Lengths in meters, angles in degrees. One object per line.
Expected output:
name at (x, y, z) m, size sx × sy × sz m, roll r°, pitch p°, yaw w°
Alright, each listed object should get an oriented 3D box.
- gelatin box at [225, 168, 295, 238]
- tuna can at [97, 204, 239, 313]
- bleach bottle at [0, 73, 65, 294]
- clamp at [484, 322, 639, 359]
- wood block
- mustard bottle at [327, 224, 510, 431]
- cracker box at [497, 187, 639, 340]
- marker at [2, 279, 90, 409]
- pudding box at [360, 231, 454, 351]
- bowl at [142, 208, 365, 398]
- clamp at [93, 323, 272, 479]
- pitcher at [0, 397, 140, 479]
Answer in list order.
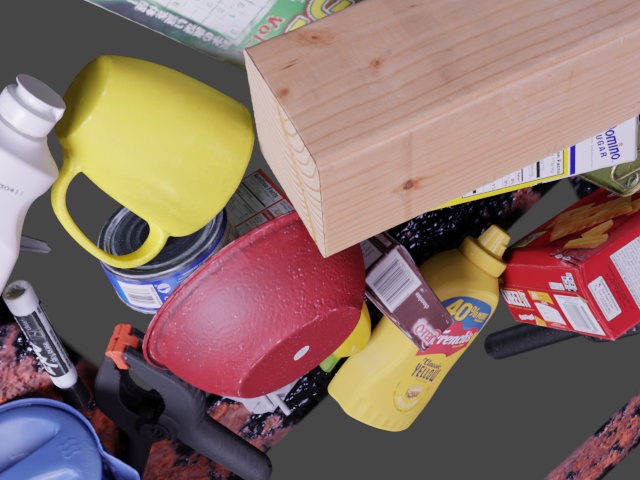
gelatin box at (-0.054, 0.001, 0.708) m, size 0.089 × 0.073 × 0.030 m, roll -32°, pitch 137°, yaw -14°
tuna can at (-0.095, 0.003, 0.670) m, size 0.086 × 0.086 × 0.033 m, roll -32°, pitch 135°, yaw -12°
bleach bottle at (-0.215, 0.019, 0.587) m, size 0.102 × 0.068 × 0.251 m, roll 22°, pitch 113°, yaw -47°
clamp at (0.256, 0.054, 0.927) m, size 0.164 × 0.210 × 0.036 m, roll -28°, pitch 93°, yaw -25°
wood block at (0.073, -0.086, 0.588) m, size 0.206 × 0.090 × 0.091 m, roll -24°, pitch 150°, yaw -11°
mustard bottle at (0.093, 0.068, 0.883) m, size 0.096 × 0.058 × 0.192 m, roll 23°, pitch 106°, yaw -46°
cracker box at (0.262, -0.010, 0.872) m, size 0.213 × 0.164 × 0.072 m, roll -33°, pitch 99°, yaw -12°
marker at (-0.180, 0.073, 0.710) m, size 0.020 × 0.020 × 0.121 m, roll -30°, pitch 136°, yaw -15°
pudding box at (0.042, 0.022, 0.785) m, size 0.039 × 0.090 × 0.113 m, roll -42°, pitch 137°, yaw -4°
bowl at (-0.027, 0.050, 0.665) m, size 0.162 × 0.055 × 0.162 m, roll -31°, pitch 159°, yaw -14°
clamp at (-0.103, 0.128, 0.767) m, size 0.120 × 0.039 × 0.171 m, roll -6°, pitch 133°, yaw 5°
pitcher at (-0.180, 0.228, 0.766) m, size 0.145 × 0.149 × 0.242 m, roll -47°, pitch 143°, yaw -19°
